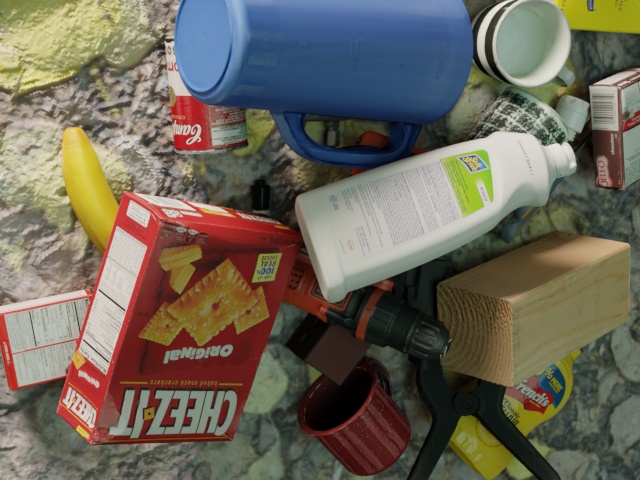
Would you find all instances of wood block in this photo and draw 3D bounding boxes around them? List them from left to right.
[{"bbox_3d":[0.218,0.064,1.075,0.205,0.091,0.090,-19,112,-41],"label":"wood block"}]

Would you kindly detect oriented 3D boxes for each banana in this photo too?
[{"bbox_3d":[-0.178,-0.013,0.973,0.197,0.037,0.069,48,56,-26],"label":"banana"}]

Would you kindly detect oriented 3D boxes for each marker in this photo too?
[{"bbox_3d":[-0.057,0.001,1.031,0.020,0.020,0.121,-6,104,-20],"label":"marker"}]

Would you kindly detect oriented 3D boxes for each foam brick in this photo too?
[{"bbox_3d":[0.015,0.094,1.062,0.051,0.053,0.078,38,86,-24],"label":"foam brick"}]

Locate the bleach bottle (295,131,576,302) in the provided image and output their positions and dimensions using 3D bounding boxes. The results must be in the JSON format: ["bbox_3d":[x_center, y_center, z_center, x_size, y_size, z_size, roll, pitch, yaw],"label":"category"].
[{"bbox_3d":[0.109,-0.030,0.949,0.250,0.068,0.102,-17,80,-7],"label":"bleach bottle"}]

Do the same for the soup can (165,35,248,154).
[{"bbox_3d":[-0.102,-0.133,0.955,0.068,0.069,0.102,-9,105,-20],"label":"soup can"}]

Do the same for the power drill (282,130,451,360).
[{"bbox_3d":[0.064,0.003,1.007,0.184,0.057,0.187,23,80,14],"label":"power drill"}]

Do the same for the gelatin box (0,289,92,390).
[{"bbox_3d":[-0.246,0.089,0.971,0.089,0.030,0.073,-12,105,-19],"label":"gelatin box"}]

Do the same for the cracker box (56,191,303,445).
[{"bbox_3d":[-0.123,0.075,0.957,0.163,0.072,0.214,9,105,-44],"label":"cracker box"}]

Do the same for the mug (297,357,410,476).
[{"bbox_3d":[0.042,0.174,1.080,0.081,0.093,0.117,51,45,-28],"label":"mug"}]

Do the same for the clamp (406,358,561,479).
[{"bbox_3d":[0.141,0.176,1.096,0.164,0.036,0.210,-14,77,-4],"label":"clamp"}]

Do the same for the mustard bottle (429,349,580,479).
[{"bbox_3d":[0.214,0.160,1.152,0.191,0.058,0.096,-43,100,-8],"label":"mustard bottle"}]

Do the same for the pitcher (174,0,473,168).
[{"bbox_3d":[0.002,-0.156,0.913,0.242,0.145,0.149,-4,59,-37],"label":"pitcher"}]

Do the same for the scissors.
[{"bbox_3d":[0.253,-0.080,1.105,0.016,0.096,0.202,39,88,13],"label":"scissors"}]
